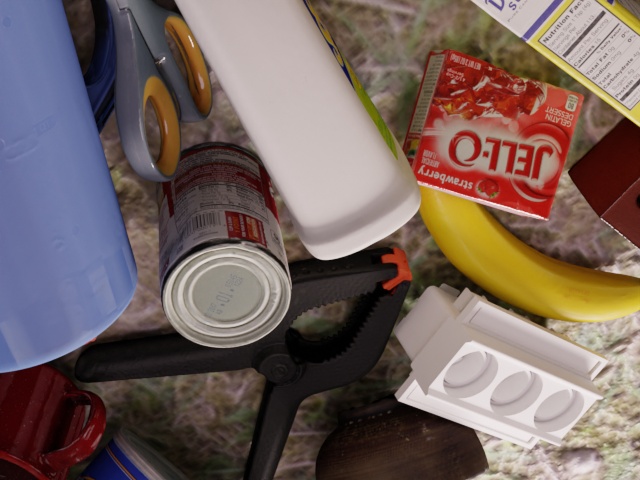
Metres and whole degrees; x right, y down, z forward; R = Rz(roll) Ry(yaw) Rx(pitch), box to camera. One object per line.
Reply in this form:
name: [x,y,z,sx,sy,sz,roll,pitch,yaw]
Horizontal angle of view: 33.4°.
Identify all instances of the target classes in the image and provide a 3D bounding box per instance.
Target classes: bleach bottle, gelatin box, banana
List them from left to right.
bleach bottle: [-0.037,-0.112,0.501,0.068,0.102,0.250,-28,124,6]
gelatin box: [0.093,-0.057,0.586,0.089,0.030,0.073,16,92,-19]
banana: [0.127,0.009,0.651,0.197,0.037,0.070,21,112,-21]

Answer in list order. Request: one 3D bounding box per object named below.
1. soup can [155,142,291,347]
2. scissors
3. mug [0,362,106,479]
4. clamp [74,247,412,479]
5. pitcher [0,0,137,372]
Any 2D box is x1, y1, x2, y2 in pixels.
soup can: [-0.054,0.001,0.575,0.068,0.102,0.068,-4,124,-7]
scissors: [-0.093,-0.100,0.482,0.016,0.096,0.201,0,156,18]
mug: [-0.179,0.119,0.635,0.117,0.081,0.093,-20,124,20]
clamp: [-0.024,0.080,0.671,0.210,0.036,0.164,-31,120,13]
pitcher: [-0.159,-0.069,0.486,0.149,0.145,0.243,-11,120,6]
